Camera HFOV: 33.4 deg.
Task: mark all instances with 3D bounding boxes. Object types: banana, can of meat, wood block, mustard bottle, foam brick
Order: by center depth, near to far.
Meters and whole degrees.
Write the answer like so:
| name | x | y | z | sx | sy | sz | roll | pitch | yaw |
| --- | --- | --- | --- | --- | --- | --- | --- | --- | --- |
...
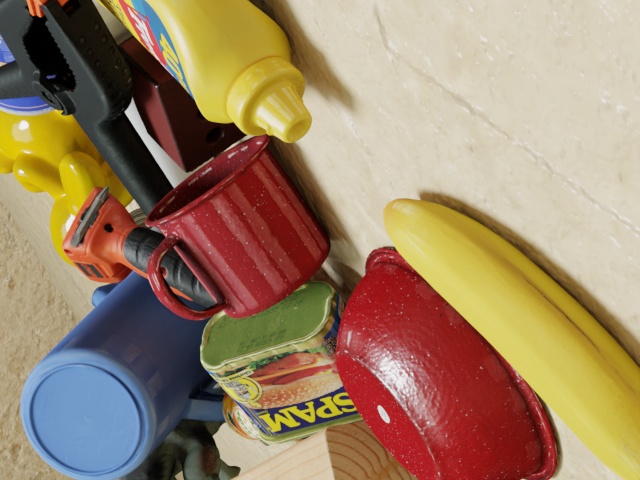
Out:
| name | x | y | z | sx | sy | sz | roll | pitch | yaw |
| --- | --- | --- | --- | --- | --- | --- | --- | --- | --- |
| banana | 0.091 | 0.043 | 0.459 | 0.198 | 0.037 | 0.070 | 49 | 162 | 20 |
| mustard bottle | -0.069 | -0.116 | 0.558 | 0.192 | 0.058 | 0.096 | 46 | 170 | 26 |
| foam brick | -0.082 | -0.091 | 0.653 | 0.051 | 0.053 | 0.078 | 44 | 161 | 33 |
| can of meat | -0.016 | 0.078 | 0.691 | 0.084 | 0.102 | 0.057 | 55 | -153 | -36 |
| wood block | 0.007 | 0.189 | 0.738 | 0.206 | 0.090 | 0.090 | -43 | 57 | 56 |

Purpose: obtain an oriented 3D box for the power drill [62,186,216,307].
| name | x | y | z | sx | sy | sz | roll | pitch | yaw |
| --- | --- | --- | --- | --- | --- | --- | --- | --- | --- |
| power drill | -0.091 | 0.035 | 0.809 | 0.188 | 0.057 | 0.184 | 22 | 162 | 9 |

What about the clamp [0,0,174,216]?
| name | x | y | z | sx | sy | sz | roll | pitch | yaw |
| --- | --- | --- | --- | --- | --- | --- | --- | --- | --- |
| clamp | -0.159 | -0.101 | 0.650 | 0.165 | 0.036 | 0.210 | 34 | 159 | 15 |

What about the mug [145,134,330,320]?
| name | x | y | z | sx | sy | sz | roll | pitch | yaw |
| --- | --- | --- | --- | --- | --- | --- | --- | --- | --- |
| mug | -0.054 | 0.001 | 0.653 | 0.093 | 0.117 | 0.081 | -12 | 118 | 55 |

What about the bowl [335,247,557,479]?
| name | x | y | z | sx | sy | sz | roll | pitch | yaw |
| --- | --- | --- | --- | --- | --- | --- | --- | --- | --- |
| bowl | 0.057 | 0.085 | 0.603 | 0.162 | 0.055 | 0.162 | 49 | 162 | 21 |

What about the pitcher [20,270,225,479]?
| name | x | y | z | sx | sy | sz | roll | pitch | yaw |
| --- | --- | --- | --- | --- | --- | --- | --- | --- | --- |
| pitcher | -0.141 | 0.106 | 0.895 | 0.145 | 0.149 | 0.242 | 65 | -164 | -9 |
